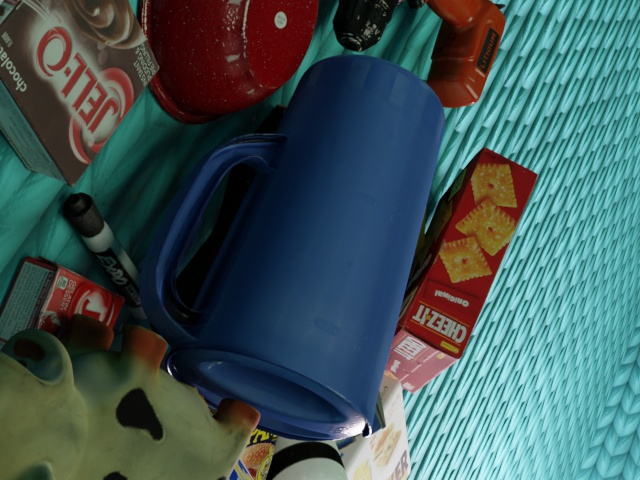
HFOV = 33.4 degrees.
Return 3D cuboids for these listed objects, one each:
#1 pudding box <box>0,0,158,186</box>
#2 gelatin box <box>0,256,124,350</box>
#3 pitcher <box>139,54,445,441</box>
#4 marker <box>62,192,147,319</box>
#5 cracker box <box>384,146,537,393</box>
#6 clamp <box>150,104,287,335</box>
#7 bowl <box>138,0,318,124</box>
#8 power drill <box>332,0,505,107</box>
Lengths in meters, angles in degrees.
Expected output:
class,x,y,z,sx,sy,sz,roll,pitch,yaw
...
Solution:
class,x,y,z,sx,sy,sz,roll,pitch,yaw
pudding box,-0.136,-0.097,0.551,0.090,0.039,0.113,-61,152,-25
gelatin box,-0.157,0.061,0.617,0.089,0.030,0.073,-68,155,-10
pitcher,-0.006,-0.004,0.693,0.149,0.145,0.242,74,31,-59
marker,-0.128,0.011,0.658,0.020,0.020,0.121,-60,152,-26
cracker box,0.129,0.033,1.085,0.213,0.072,0.164,-62,180,-22
clamp,-0.055,0.001,0.783,0.164,0.036,0.210,75,35,-65
bowl,-0.047,-0.148,0.687,0.161,0.055,0.162,-42,141,-47
power drill,0.085,-0.193,0.888,0.187,0.057,0.184,47,58,-48
